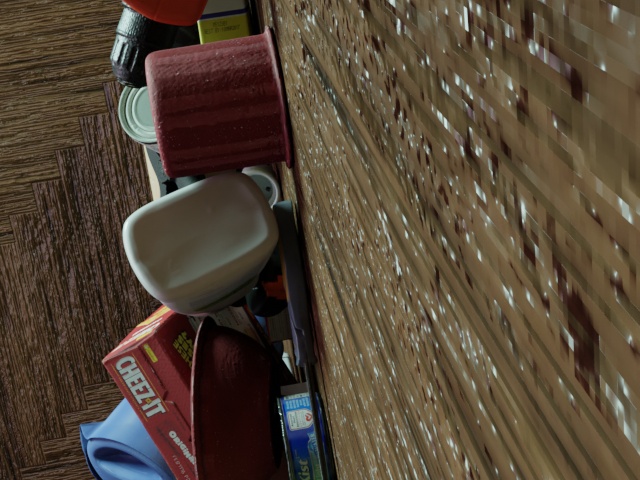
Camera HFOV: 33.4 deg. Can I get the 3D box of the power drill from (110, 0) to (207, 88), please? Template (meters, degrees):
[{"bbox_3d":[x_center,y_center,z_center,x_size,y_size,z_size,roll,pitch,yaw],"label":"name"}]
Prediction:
[{"bbox_3d":[-0.101,-0.185,0.717,0.188,0.057,0.184,-129,57,-73],"label":"power drill"}]

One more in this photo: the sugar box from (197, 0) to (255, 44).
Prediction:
[{"bbox_3d":[-0.072,-0.154,0.861,0.093,0.048,0.176,-100,4,-81],"label":"sugar box"}]

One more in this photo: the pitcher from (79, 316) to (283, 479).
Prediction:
[{"bbox_3d":[-0.132,0.185,1.182,0.149,0.145,0.242,58,-133,-24],"label":"pitcher"}]

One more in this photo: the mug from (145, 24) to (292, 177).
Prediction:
[{"bbox_3d":[-0.067,-0.091,0.693,0.117,0.081,0.093,-107,8,-59],"label":"mug"}]

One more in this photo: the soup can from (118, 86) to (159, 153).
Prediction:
[{"bbox_3d":[-0.120,-0.102,0.917,0.102,0.069,0.068,27,-129,-68],"label":"soup can"}]

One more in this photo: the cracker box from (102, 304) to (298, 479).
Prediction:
[{"bbox_3d":[-0.108,0.134,1.039,0.164,0.072,0.213,58,-162,-6],"label":"cracker box"}]

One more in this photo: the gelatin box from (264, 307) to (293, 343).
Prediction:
[{"bbox_3d":[-0.049,0.048,1.092,0.073,0.030,0.089,-106,8,-56],"label":"gelatin box"}]

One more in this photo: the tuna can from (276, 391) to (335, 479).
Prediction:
[{"bbox_3d":[-0.011,0.160,0.818,0.086,0.033,0.086,171,90,-86],"label":"tuna can"}]

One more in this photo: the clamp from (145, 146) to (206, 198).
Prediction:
[{"bbox_3d":[-0.139,-0.060,1.021,0.120,0.039,0.171,-24,79,48],"label":"clamp"}]

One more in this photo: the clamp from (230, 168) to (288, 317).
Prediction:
[{"bbox_3d":[-0.056,0.001,0.967,0.210,0.036,0.164,-145,56,-72],"label":"clamp"}]

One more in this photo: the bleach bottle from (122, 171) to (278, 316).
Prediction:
[{"bbox_3d":[-0.090,0.021,0.809,0.068,0.102,0.251,63,168,8],"label":"bleach bottle"}]

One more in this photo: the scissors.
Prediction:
[{"bbox_3d":[-0.013,0.067,0.772,0.096,0.016,0.202,-111,12,-77],"label":"scissors"}]

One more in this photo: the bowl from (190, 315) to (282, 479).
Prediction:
[{"bbox_3d":[-0.063,0.140,0.859,0.162,0.055,0.162,-3,-90,-86],"label":"bowl"}]
